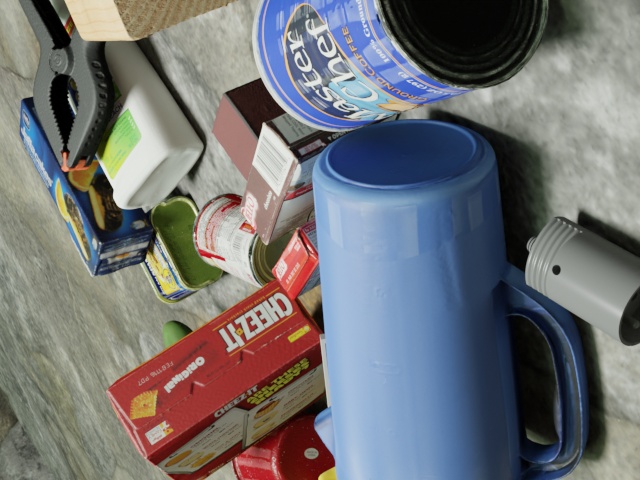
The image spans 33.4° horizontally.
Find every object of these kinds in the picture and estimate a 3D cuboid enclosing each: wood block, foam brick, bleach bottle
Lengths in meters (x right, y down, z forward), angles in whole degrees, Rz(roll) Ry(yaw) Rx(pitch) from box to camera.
[{"bbox_3d":[-0.136,-0.203,0.785,0.206,0.090,0.090,25,137,67],"label":"wood block"},{"bbox_3d":[-0.028,-0.086,0.758,0.051,0.078,0.053,55,152,16],"label":"foam brick"},{"bbox_3d":[-0.213,-0.159,1.029,0.103,0.067,0.251,-45,71,36],"label":"bleach bottle"}]

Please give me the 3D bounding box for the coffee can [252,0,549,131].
[{"bbox_3d":[0.037,-0.119,0.571,0.141,0.102,0.103,-6,110,63],"label":"coffee can"}]

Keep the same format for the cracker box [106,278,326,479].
[{"bbox_3d":[-0.077,0.126,0.900,0.072,0.164,0.214,54,170,17],"label":"cracker box"}]

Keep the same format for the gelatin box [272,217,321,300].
[{"bbox_3d":[0.015,-0.001,0.746,0.030,0.089,0.073,56,154,12],"label":"gelatin box"}]

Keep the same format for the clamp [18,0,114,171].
[{"bbox_3d":[-0.235,-0.171,0.980,0.165,0.036,0.210,15,106,35],"label":"clamp"}]

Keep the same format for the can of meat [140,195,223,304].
[{"bbox_3d":[-0.150,0.009,1.106,0.102,0.057,0.084,63,153,-2],"label":"can of meat"}]

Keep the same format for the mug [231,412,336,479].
[{"bbox_3d":[-0.025,0.220,1.042,0.082,0.093,0.117,-13,98,59],"label":"mug"}]

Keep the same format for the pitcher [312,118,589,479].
[{"bbox_3d":[0.072,0.053,0.671,0.145,0.149,0.243,-129,26,-56],"label":"pitcher"}]

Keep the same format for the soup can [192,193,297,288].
[{"bbox_3d":[-0.056,0.001,0.907,0.102,0.068,0.068,20,132,55],"label":"soup can"}]

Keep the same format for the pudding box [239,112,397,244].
[{"bbox_3d":[-0.003,-0.054,0.727,0.039,0.089,0.114,53,153,15],"label":"pudding box"}]
